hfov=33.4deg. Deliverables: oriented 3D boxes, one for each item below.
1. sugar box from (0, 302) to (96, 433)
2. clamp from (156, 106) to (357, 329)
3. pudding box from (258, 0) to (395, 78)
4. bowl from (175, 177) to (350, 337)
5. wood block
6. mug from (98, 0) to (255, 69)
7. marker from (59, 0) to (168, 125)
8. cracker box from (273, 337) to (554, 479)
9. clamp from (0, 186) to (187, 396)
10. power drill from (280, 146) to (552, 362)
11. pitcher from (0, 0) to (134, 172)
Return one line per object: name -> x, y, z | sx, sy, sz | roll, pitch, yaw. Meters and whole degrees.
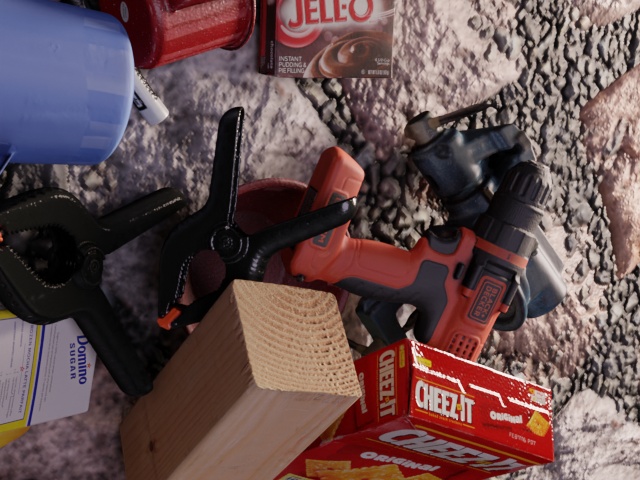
sugar box -> -0.231, 0.087, 0.751 | 0.176, 0.048, 0.093 | -4, 106, -62
clamp -> -0.055, 0.001, 0.789 | 0.120, 0.039, 0.171 | 31, 100, 10
pudding box -> 0.006, -0.179, 0.872 | 0.113, 0.039, 0.090 | -5, 104, -30
bowl -> -0.055, 0.024, 0.876 | 0.161, 0.055, 0.162 | -8, 106, -29
wood block -> -0.068, 0.128, 0.806 | 0.090, 0.091, 0.206 | 10, 138, -32
mug -> -0.099, -0.171, 0.759 | 0.081, 0.117, 0.093 | -25, 110, -33
marker -> -0.154, -0.138, 0.798 | 0.020, 0.020, 0.121 | -42, 119, -16
cracker box -> 0.059, 0.162, 0.887 | 0.164, 0.214, 0.072 | 21, 57, -33
clamp -> -0.169, 0.009, 0.761 | 0.209, 0.036, 0.164 | 37, 60, -54
power drill -> 0.077, -0.004, 0.843 | 0.187, 0.057, 0.184 | 23, 93, -13
pitcher -> -0.248, -0.101, 0.687 | 0.242, 0.145, 0.149 | 3, 117, -34
